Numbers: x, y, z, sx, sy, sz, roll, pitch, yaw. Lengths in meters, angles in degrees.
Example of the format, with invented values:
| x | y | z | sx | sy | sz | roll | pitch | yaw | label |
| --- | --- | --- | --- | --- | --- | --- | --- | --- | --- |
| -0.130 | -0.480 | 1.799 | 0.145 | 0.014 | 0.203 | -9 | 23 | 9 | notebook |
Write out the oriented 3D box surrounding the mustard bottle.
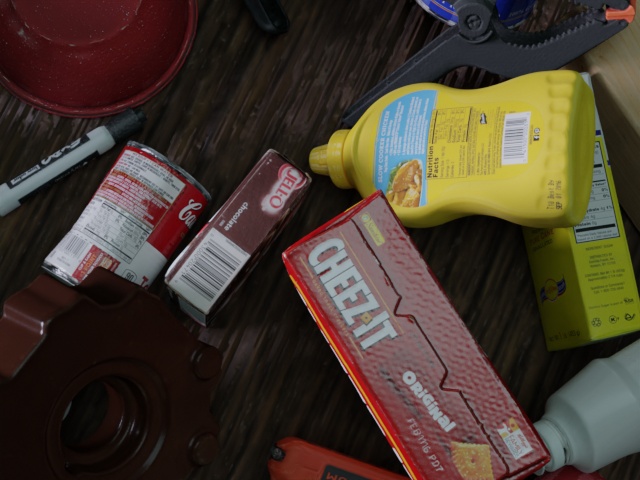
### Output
| x | y | z | sx | sy | sz | roll | pitch | yaw | label |
| --- | --- | --- | --- | --- | --- | --- | --- | --- | --- |
| 0.079 | -0.056 | 0.699 | 0.192 | 0.058 | 0.096 | 0 | 77 | 30 | mustard bottle |

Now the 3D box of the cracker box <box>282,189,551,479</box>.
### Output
| x | y | z | sx | sy | sz | roll | pitch | yaw | label |
| --- | --- | --- | --- | --- | --- | --- | --- | --- | --- |
| 0.050 | 0.064 | 0.643 | 0.072 | 0.213 | 0.164 | -33 | 86 | 1 | cracker box |

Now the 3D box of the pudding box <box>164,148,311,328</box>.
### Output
| x | y | z | sx | sy | sz | roll | pitch | yaw | label |
| --- | --- | --- | --- | --- | --- | --- | --- | --- | --- |
| -0.055 | 0.001 | 0.707 | 0.039 | 0.090 | 0.113 | 39 | 79 | 3 | pudding box |

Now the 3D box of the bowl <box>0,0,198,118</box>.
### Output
| x | y | z | sx | sy | sz | roll | pitch | yaw | label |
| --- | --- | --- | --- | --- | --- | --- | --- | --- | --- |
| -0.166 | -0.170 | 0.743 | 0.162 | 0.055 | 0.162 | 1 | 80 | -6 | bowl |

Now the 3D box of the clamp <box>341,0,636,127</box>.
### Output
| x | y | z | sx | sy | sz | roll | pitch | yaw | label |
| --- | --- | --- | --- | --- | --- | --- | --- | --- | --- |
| 0.096 | -0.158 | 0.699 | 0.210 | 0.036 | 0.164 | -5 | 123 | 20 | clamp |

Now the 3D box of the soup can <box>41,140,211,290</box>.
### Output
| x | y | z | sx | sy | sz | roll | pitch | yaw | label |
| --- | --- | --- | --- | --- | --- | --- | --- | --- | --- |
| -0.129 | -0.006 | 0.711 | 0.068 | 0.068 | 0.102 | 34 | 78 | 0 | soup can |

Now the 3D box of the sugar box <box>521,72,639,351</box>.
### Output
| x | y | z | sx | sy | sz | roll | pitch | yaw | label |
| --- | --- | --- | --- | --- | --- | --- | --- | --- | --- |
| 0.169 | -0.016 | 0.734 | 0.048 | 0.093 | 0.176 | -11 | 80 | -9 | sugar box |

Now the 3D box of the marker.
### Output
| x | y | z | sx | sy | sz | roll | pitch | yaw | label |
| --- | --- | --- | --- | --- | --- | --- | --- | --- | --- |
| -0.174 | -0.056 | 0.740 | 0.121 | 0.020 | 0.020 | -33 | 85 | -11 | marker |
